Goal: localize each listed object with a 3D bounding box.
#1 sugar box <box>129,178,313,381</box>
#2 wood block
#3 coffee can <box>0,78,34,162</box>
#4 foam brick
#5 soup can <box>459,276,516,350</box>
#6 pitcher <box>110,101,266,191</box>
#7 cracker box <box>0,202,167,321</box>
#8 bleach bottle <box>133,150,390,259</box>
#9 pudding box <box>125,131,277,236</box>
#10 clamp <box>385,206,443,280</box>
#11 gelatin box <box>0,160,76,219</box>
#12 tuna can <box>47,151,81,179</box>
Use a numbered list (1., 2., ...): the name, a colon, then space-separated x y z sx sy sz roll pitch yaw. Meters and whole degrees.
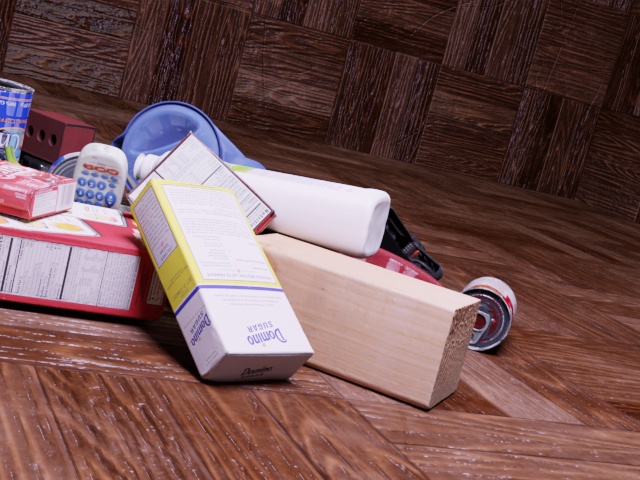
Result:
1. sugar box: -0.083 0.032 0.870 0.093 0.048 0.176 6 49 -44
2. wood block: 0.024 0.067 0.947 0.206 0.090 0.090 18 10 20
3. coffee can: -0.391 -0.115 1.214 0.103 0.140 0.103 14 10 -3
4. foam brick: -0.321 -0.125 1.300 0.078 0.053 0.051 20 11 33
5. soup can: 0.180 0.079 1.179 0.068 0.068 0.102 17 9 12
6. pitcher: -0.158 -0.094 1.416 0.149 0.145 0.242 53 5 9
7. cracker box: -0.251 0.007 0.934 0.213 0.072 0.164 10 10 -24
8. bleach bottle: -0.063 -0.044 1.061 0.251 0.068 0.102 15 6 13
9. pudding box: -0.110 -0.031 0.989 0.113 0.090 0.039 44 -6 5
10. clamp: 0.115 0.005 1.444 0.120 0.039 0.171 57 -3 1
11. gelatin box: -0.259 -0.044 0.905 0.073 0.030 0.089 14 10 8
12. tuna can: -0.275 -0.059 1.232 0.086 0.086 0.034 11 9 -20
